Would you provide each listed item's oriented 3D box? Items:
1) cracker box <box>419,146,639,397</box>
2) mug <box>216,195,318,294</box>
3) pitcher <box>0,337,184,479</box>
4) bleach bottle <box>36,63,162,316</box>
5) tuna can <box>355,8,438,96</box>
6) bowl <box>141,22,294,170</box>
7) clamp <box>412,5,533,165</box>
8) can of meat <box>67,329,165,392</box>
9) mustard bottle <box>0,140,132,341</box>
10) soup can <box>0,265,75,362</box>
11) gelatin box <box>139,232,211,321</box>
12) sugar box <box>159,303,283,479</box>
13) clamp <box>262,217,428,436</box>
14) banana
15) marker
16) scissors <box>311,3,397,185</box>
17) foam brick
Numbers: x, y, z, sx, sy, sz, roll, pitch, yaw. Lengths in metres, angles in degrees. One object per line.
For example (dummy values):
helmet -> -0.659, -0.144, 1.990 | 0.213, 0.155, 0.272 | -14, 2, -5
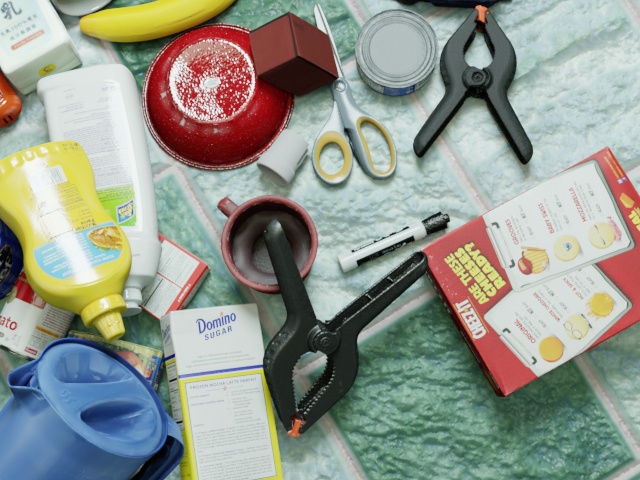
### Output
cracker box -> 0.227, 0.032, 1.046 | 0.213, 0.072, 0.164 | -29, 79, -3
mug -> -0.057, 0.001, 1.053 | 0.117, 0.081, 0.093 | 40, 83, 7
pitcher -> -0.249, 0.217, 0.967 | 0.149, 0.144, 0.243 | 44, 111, 6
bleach bottle -> -0.215, -0.046, 1.054 | 0.102, 0.068, 0.251 | -12, 71, 2
tuna can -> 0.079, -0.194, 1.108 | 0.086, 0.034, 0.086 | 0, 80, 1
bowl -> -0.108, -0.156, 1.096 | 0.162, 0.055, 0.162 | 0, 80, 2
clamp -> 0.170, -0.155, 1.097 | 0.120, 0.039, 0.171 | 14, 80, 1
can of meat -> -0.209, 0.139, 1.045 | 0.102, 0.057, 0.084 | 14, 78, 4
mustard bottle -> -0.227, 0.005, 0.975 | 0.096, 0.058, 0.192 | -22, 73, -27
soup can -> -0.275, 0.067, 1.053 | 0.068, 0.068, 0.102 | 23, 81, 5
gelatin box -> -0.167, 0.033, 1.076 | 0.089, 0.030, 0.073 | 32, 83, 9
sugar box -> -0.097, 0.153, 1.032 | 0.093, 0.048, 0.176 | -4, 76, -25
clamp -> -0.008, 0.082, 1.004 | 0.164, 0.036, 0.210 | 20, 101, -21
banana -> -0.155, -0.248, 1.125 | 0.197, 0.037, 0.070 | -27, 52, -6
marker -> 0.075, 0.000, 1.081 | 0.121, 0.020, 0.020 | -23, 80, -3
scissors -> 0.007, -0.143, 1.110 | 0.096, 0.016, 0.202 | -30, 80, -4
foam brick -> -0.026, -0.187, 1.079 | 0.051, 0.078, 0.053 | -22, 69, 28
